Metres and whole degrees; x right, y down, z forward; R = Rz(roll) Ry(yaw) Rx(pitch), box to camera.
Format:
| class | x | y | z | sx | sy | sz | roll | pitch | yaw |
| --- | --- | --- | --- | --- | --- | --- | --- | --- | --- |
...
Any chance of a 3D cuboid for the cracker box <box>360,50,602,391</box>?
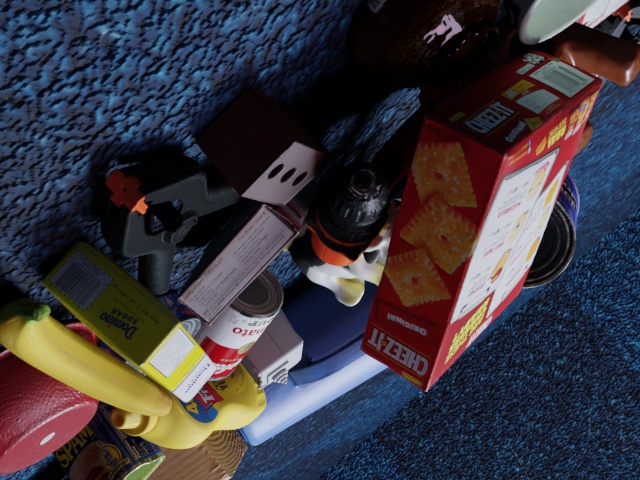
| class | x | y | z | sx | sy | sz | roll | pitch | yaw |
| --- | --- | --- | --- | --- | --- | --- | --- | --- | --- |
| cracker box | 0.116 | -0.018 | 0.794 | 0.163 | 0.072 | 0.214 | -36 | 149 | -45 |

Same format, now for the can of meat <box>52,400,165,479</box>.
| class | x | y | z | sx | sy | sz | roll | pitch | yaw |
| --- | --- | --- | --- | --- | --- | --- | --- | --- | --- |
| can of meat | -0.207 | 0.205 | 1.033 | 0.057 | 0.084 | 0.102 | -19 | 156 | -52 |

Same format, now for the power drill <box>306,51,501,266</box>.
| class | x | y | z | sx | sy | sz | roll | pitch | yaw |
| --- | --- | --- | --- | --- | --- | --- | --- | --- | --- |
| power drill | 0.062 | -0.070 | 0.819 | 0.187 | 0.057 | 0.184 | -49 | 177 | -13 |

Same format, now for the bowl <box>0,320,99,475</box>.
| class | x | y | z | sx | sy | sz | roll | pitch | yaw |
| --- | --- | --- | --- | --- | --- | --- | --- | --- | --- |
| bowl | -0.228 | 0.134 | 0.835 | 0.162 | 0.055 | 0.162 | -36 | 165 | -11 |

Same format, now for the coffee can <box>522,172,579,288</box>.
| class | x | y | z | sx | sy | sz | roll | pitch | yaw |
| --- | --- | --- | --- | --- | --- | --- | --- | --- | --- |
| coffee can | 0.211 | -0.022 | 1.095 | 0.103 | 0.103 | 0.140 | -45 | -179 | 22 |

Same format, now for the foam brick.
| class | x | y | z | sx | sy | sz | roll | pitch | yaw |
| --- | --- | --- | --- | --- | --- | --- | --- | --- | --- |
| foam brick | -0.036 | -0.062 | 0.722 | 0.053 | 0.051 | 0.078 | -43 | 164 | 13 |

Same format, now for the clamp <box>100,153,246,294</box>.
| class | x | y | z | sx | sy | sz | roll | pitch | yaw |
| --- | --- | --- | --- | --- | --- | --- | --- | --- | --- |
| clamp | -0.108 | -0.010 | 0.724 | 0.120 | 0.039 | 0.171 | -55 | 162 | 8 |

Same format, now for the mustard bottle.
| class | x | y | z | sx | sy | sz | roll | pitch | yaw |
| --- | --- | --- | --- | --- | --- | --- | --- | --- | --- |
| mustard bottle | -0.134 | 0.150 | 1.023 | 0.058 | 0.096 | 0.191 | -44 | 164 | 24 |

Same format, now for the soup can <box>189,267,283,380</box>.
| class | x | y | z | sx | sy | sz | roll | pitch | yaw |
| --- | --- | --- | --- | --- | --- | --- | --- | --- | --- |
| soup can | -0.085 | 0.071 | 0.963 | 0.068 | 0.068 | 0.102 | -22 | 157 | -47 |

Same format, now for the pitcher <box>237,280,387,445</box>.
| class | x | y | z | sx | sy | sz | roll | pitch | yaw |
| --- | --- | --- | --- | --- | --- | --- | --- | --- | --- |
| pitcher | -0.003 | 0.119 | 1.178 | 0.242 | 0.145 | 0.149 | -33 | 146 | -10 |

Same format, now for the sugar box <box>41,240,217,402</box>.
| class | x | y | z | sx | sy | sz | roll | pitch | yaw |
| --- | --- | --- | --- | --- | --- | --- | --- | --- | --- |
| sugar box | -0.133 | 0.065 | 0.775 | 0.048 | 0.093 | 0.176 | -49 | 166 | -13 |

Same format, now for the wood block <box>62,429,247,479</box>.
| class | x | y | z | sx | sy | sz | roll | pitch | yaw |
| --- | --- | --- | --- | --- | --- | --- | --- | --- | --- |
| wood block | -0.190 | 0.253 | 1.124 | 0.206 | 0.091 | 0.090 | -36 | -176 | 13 |

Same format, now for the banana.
| class | x | y | z | sx | sy | sz | roll | pitch | yaw |
| --- | --- | --- | --- | --- | --- | --- | --- | --- | --- |
| banana | -0.176 | 0.084 | 0.760 | 0.037 | 0.070 | 0.197 | -60 | 151 | -14 |

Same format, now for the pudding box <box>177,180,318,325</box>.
| class | x | y | z | sx | sy | sz | roll | pitch | yaw |
| --- | --- | --- | --- | --- | --- | --- | --- | --- | --- |
| pudding box | -0.055 | 0.001 | 0.822 | 0.114 | 0.039 | 0.090 | -48 | -169 | 26 |
